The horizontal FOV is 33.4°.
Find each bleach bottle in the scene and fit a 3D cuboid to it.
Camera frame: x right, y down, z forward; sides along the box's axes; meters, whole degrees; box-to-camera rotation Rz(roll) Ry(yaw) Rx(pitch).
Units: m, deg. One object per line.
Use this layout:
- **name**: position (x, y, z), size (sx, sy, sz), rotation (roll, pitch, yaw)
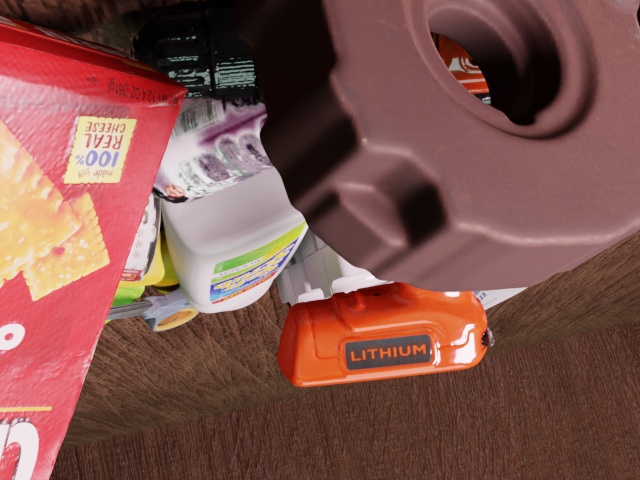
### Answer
- **bleach bottle**: position (-0.055, 0.001, 0.749), size (0.102, 0.068, 0.251), rotation (-26, 168, -10)

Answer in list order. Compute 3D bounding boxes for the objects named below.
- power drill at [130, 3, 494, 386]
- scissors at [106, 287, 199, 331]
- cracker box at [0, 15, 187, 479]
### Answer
- **power drill**: position (0.011, -0.026, 0.507), size (0.184, 0.188, 0.057), rotation (-5, -159, -3)
- **scissors**: position (-0.117, 0.043, 0.847), size (0.096, 0.016, 0.201), rotation (-33, 171, -1)
- **cracker box**: position (-0.163, 0.014, 0.420), size (0.072, 0.214, 0.163), rotation (30, -166, 39)
